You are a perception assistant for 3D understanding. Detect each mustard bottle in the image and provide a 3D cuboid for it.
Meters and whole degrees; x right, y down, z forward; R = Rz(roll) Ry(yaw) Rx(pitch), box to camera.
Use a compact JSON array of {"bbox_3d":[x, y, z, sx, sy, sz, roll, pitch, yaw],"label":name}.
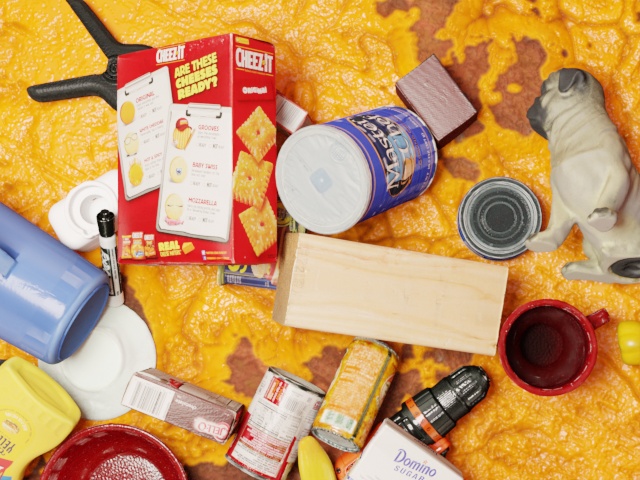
[{"bbox_3d":[-0.339,0.213,1.090,0.096,0.058,0.192,43,105,-9],"label":"mustard bottle"}]

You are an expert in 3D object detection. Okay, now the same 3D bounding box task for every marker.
[{"bbox_3d":[-0.217,0.018,1.099,0.020,0.020,0.121,7,129,6],"label":"marker"}]

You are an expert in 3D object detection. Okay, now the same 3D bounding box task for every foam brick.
[{"bbox_3d":[0.119,-0.142,1.095,0.051,0.053,0.078,-36,84,2],"label":"foam brick"}]

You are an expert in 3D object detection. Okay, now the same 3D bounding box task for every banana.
[{"bbox_3d":[-0.015,0.294,1.072,0.069,0.037,0.198,15,99,-19],"label":"banana"}]

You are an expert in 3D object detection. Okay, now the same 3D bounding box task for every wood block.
[{"bbox_3d":[0.065,0.052,1.041,0.206,0.091,0.090,9,88,-10],"label":"wood block"}]

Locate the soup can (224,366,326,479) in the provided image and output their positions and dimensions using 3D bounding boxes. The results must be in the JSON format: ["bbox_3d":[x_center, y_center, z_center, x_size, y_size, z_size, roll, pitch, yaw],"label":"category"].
[{"bbox_3d":[-0.045,0.187,1.082,0.068,0.068,0.102,26,89,7],"label":"soup can"}]

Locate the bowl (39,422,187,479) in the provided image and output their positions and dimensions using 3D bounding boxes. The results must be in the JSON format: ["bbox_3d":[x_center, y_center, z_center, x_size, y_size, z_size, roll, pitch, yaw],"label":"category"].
[{"bbox_3d":[-0.207,0.267,1.099,0.162,0.055,0.162,0,86,6],"label":"bowl"}]

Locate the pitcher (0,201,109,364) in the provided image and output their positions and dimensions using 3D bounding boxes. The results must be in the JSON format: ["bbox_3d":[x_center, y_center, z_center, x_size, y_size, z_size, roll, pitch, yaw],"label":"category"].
[{"bbox_3d":[-0.340,0.019,1.071,0.243,0.149,0.145,30,116,5],"label":"pitcher"}]

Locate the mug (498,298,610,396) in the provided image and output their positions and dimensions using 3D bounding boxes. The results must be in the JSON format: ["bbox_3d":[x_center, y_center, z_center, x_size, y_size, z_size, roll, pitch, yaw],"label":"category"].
[{"bbox_3d":[0.230,0.098,1.051,0.117,0.081,0.093,-31,83,3],"label":"mug"}]

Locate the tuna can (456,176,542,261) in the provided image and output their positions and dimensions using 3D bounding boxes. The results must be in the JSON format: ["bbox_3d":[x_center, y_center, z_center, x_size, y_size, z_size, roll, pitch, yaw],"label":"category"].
[{"bbox_3d":[0.182,-0.022,1.089,0.086,0.033,0.086,0,86,6],"label":"tuna can"}]

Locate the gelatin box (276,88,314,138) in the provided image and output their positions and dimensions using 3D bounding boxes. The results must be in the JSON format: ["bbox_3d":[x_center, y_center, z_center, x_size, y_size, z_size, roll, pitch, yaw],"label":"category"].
[{"bbox_3d":[-0.051,-0.138,1.103,0.089,0.073,0.030,35,89,8],"label":"gelatin box"}]

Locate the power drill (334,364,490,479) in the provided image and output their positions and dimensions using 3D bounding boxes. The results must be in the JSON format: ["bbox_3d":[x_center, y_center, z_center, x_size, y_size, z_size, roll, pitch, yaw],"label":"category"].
[{"bbox_3d":[0.134,0.241,1.065,0.184,0.057,0.188,-38,80,6],"label":"power drill"}]

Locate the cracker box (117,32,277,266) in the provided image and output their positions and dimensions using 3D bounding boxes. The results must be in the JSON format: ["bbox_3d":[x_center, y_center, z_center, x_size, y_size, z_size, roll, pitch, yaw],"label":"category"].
[{"bbox_3d":[-0.122,-0.082,1.047,0.164,0.071,0.214,-2,88,39],"label":"cracker box"}]

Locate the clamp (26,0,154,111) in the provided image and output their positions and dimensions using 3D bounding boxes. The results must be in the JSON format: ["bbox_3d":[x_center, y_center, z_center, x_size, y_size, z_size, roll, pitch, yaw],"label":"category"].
[{"bbox_3d":[-0.227,-0.173,1.142,0.171,0.039,0.120,30,91,7],"label":"clamp"}]

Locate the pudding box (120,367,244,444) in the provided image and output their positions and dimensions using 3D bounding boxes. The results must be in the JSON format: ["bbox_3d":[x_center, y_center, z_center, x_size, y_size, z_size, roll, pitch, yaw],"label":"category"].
[{"bbox_3d":[-0.136,0.166,1.079,0.113,0.090,0.039,23,86,3],"label":"pudding box"}]

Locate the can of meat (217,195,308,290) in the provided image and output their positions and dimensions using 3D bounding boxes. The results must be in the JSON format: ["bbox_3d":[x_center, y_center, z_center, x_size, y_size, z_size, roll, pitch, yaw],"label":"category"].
[{"bbox_3d":[-0.057,0.001,1.103,0.084,0.057,0.102,7,87,4],"label":"can of meat"}]

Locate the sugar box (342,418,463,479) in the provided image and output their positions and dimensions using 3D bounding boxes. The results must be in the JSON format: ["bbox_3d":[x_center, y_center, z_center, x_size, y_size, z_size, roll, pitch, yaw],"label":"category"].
[{"bbox_3d":[0.050,0.269,1.025,0.093,0.048,0.176,36,92,5],"label":"sugar box"}]

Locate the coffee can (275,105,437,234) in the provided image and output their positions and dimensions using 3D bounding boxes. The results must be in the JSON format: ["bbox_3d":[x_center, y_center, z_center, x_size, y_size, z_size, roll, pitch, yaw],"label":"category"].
[{"bbox_3d":[0.037,-0.072,1.038,0.103,0.140,0.103,10,109,31],"label":"coffee can"}]
